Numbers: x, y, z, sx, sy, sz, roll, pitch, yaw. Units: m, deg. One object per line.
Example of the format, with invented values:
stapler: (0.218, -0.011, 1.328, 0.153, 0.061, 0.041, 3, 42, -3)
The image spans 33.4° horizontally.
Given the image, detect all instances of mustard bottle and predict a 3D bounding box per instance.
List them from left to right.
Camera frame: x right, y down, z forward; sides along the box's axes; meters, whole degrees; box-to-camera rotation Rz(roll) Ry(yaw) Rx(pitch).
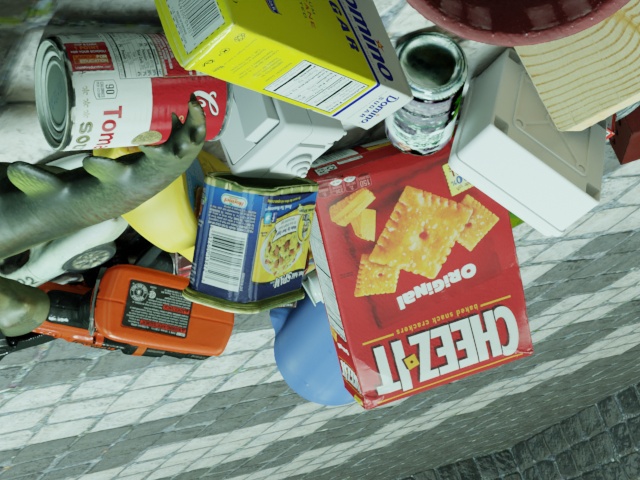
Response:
mustard bottle: (-0.104, -0.036, 0.749, 0.058, 0.096, 0.191, -21, 161, 12)

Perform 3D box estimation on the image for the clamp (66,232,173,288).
clamp: (-0.181, 0.019, 0.911, 0.120, 0.039, 0.171, -1, 160, -4)

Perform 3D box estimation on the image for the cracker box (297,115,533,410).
cracker box: (0.081, 0.018, 0.913, 0.164, 0.214, 0.072, -17, -163, -10)

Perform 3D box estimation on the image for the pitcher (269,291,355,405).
pitcher: (0.051, 0.086, 1.144, 0.149, 0.145, 0.243, -7, 158, -21)

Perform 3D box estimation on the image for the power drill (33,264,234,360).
power drill: (-0.139, 0.065, 0.864, 0.184, 0.057, 0.188, 12, 167, -26)

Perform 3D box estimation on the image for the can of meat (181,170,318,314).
can of meat: (-0.045, -0.002, 0.729, 0.057, 0.084, 0.102, 15, -169, 23)

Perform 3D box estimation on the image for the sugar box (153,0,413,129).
sugar box: (-0.020, -0.125, 0.602, 0.048, 0.093, 0.175, -32, 158, 31)

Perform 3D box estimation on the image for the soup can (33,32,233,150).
soup can: (-0.113, -0.090, 0.641, 0.102, 0.068, 0.069, -8, 157, -30)
